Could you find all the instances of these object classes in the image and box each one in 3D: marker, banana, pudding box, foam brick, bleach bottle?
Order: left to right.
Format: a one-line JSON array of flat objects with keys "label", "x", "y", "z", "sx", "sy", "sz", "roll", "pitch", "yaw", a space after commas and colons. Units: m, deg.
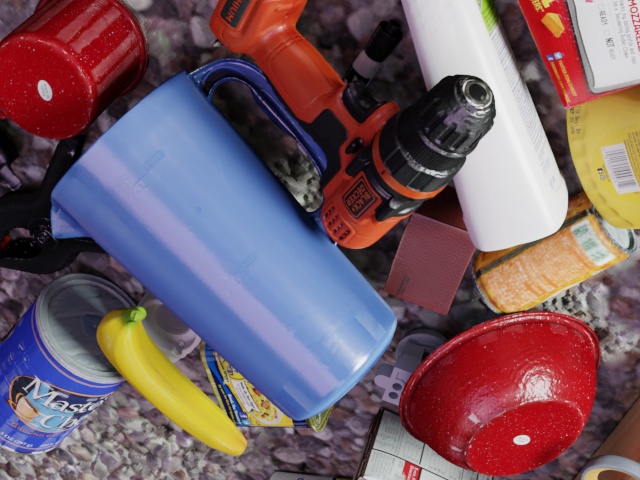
[{"label": "banana", "x": -0.124, "y": 0.110, "z": 0.841, "sx": 0.070, "sy": 0.037, "sz": 0.197, "roll": 24, "pitch": 155, "yaw": 40}, {"label": "marker", "x": 0.021, "y": -0.105, "z": 0.743, "sx": 0.020, "sy": 0.020, "sz": 0.121, "roll": 33, "pitch": 127, "yaw": -6}, {"label": "pudding box", "x": 0.086, "y": 0.200, "z": 0.887, "sx": 0.113, "sy": 0.090, "sz": 0.039, "roll": 25, "pitch": 125, "yaw": 1}, {"label": "foam brick", "x": 0.084, "y": 0.004, "z": 0.778, "sx": 0.053, "sy": 0.051, "sz": 0.078, "roll": 22, "pitch": 127, "yaw": 4}, {"label": "bleach bottle", "x": 0.089, "y": -0.124, "z": 0.672, "sx": 0.068, "sy": 0.102, "sz": 0.251, "roll": -16, "pitch": 109, "yaw": 18}]

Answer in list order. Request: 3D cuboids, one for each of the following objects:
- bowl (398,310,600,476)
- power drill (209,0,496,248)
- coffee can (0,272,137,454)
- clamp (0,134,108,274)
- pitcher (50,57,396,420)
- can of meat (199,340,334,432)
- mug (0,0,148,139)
[{"label": "bowl", "x": 0.143, "y": 0.126, "z": 0.795, "sx": 0.162, "sy": 0.055, "sz": 0.162, "roll": -9, "pitch": 135, "yaw": -10}, {"label": "power drill", "x": 0.014, "y": -0.100, "z": 0.657, "sx": 0.188, "sy": 0.057, "sz": 0.185, "roll": 58, "pitch": 148, "yaw": 9}, {"label": "coffee can", "x": -0.226, "y": 0.107, "z": 0.917, "sx": 0.102, "sy": 0.102, "sz": 0.141, "roll": 40, "pitch": 126, "yaw": -11}, {"label": "clamp", "x": -0.219, "y": -0.022, "z": 0.865, "sx": 0.172, "sy": 0.039, "sz": 0.120, "roll": -12, "pitch": 117, "yaw": 25}, {"label": "pitcher", "x": -0.055, "y": 0.001, "z": 0.755, "sx": 0.243, "sy": 0.144, "sz": 0.149, "roll": 46, "pitch": 138, "yaw": -5}, {"label": "can of meat", "x": -0.044, "y": 0.110, "z": 0.888, "sx": 0.084, "sy": 0.057, "sz": 0.102, "roll": -4, "pitch": 122, "yaw": 23}, {"label": "mug", "x": -0.190, "y": -0.120, "z": 0.762, "sx": 0.117, "sy": 0.081, "sz": 0.093, "roll": -22, "pitch": 114, "yaw": 29}]
